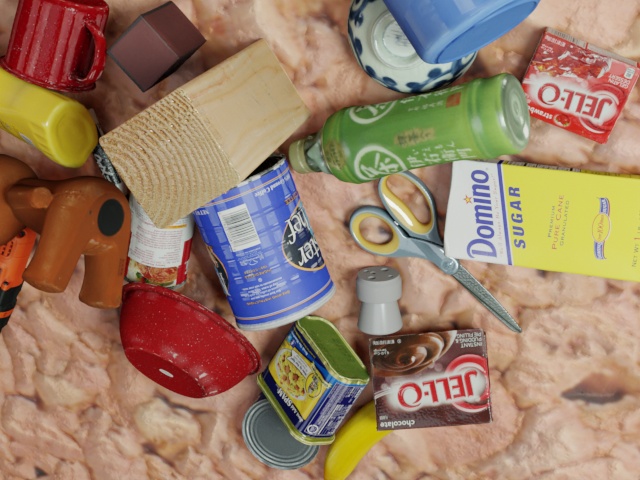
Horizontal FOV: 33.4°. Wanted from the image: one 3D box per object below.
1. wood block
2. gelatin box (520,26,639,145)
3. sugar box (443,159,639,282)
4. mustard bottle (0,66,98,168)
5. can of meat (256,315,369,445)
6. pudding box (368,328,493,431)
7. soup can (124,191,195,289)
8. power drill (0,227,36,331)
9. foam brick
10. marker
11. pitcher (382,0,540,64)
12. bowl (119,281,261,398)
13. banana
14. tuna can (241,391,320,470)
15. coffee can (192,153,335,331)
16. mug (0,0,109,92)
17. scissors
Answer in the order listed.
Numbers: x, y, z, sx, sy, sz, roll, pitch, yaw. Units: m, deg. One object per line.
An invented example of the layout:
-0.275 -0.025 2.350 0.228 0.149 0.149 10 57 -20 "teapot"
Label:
-0.092 -0.098 0.927 0.091 0.205 0.090 -29 100 24 "wood block"
0.220 -0.133 0.921 0.089 0.030 0.073 24 115 7 "gelatin box"
0.202 -0.021 0.955 0.176 0.048 0.093 6 101 11 "sugar box"
-0.312 -0.139 1.037 0.192 0.096 0.058 27 78 19 "mustard bottle"
-0.007 0.136 1.057 0.102 0.057 0.084 51 120 39 "can of meat"
0.106 0.134 1.026 0.113 0.039 0.090 -6 82 10 "pudding box"
-0.159 -0.011 1.057 0.068 0.068 0.102 16 114 10 "soup can"
-0.409 0.022 1.150 0.187 0.057 0.185 27 112 2 "power drill"
-0.150 -0.179 0.985 0.053 0.078 0.051 -40 98 26 "foam brick"
-0.214 -0.074 1.075 0.020 0.020 0.121 -16 106 21 "marker"
0.063 -0.259 0.834 0.145 0.149 0.243 -29 84 -1 "pitcher"
-0.141 0.110 1.058 0.162 0.055 0.162 23 153 12 "bowl"
0.069 0.191 1.086 0.198 0.037 0.069 -29 99 24 "banana"
-0.037 0.196 1.120 0.086 0.033 0.086 6 112 14 "tuna can"
-0.057 0.001 1.013 0.103 0.102 0.140 -15 105 21 "coffee can"
-0.239 -0.188 0.995 0.117 0.093 0.081 35 115 36 "mug"
0.103 0.024 1.022 0.096 0.016 0.201 -28 100 21 "scissors"
